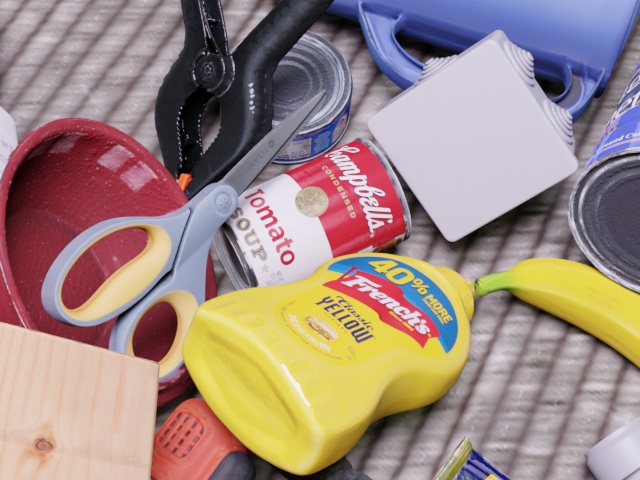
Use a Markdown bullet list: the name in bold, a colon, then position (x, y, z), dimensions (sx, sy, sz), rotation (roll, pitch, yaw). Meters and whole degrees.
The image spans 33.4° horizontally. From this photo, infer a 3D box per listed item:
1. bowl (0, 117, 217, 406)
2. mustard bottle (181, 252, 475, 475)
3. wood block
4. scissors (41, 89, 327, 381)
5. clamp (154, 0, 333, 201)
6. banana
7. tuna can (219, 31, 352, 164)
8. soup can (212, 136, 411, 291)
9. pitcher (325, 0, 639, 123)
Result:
- **bowl**: position (-0.128, 0.018, 0.581), dimensions (0.055, 0.161, 0.162), rotation (-20, 59, 30)
- **mustard bottle**: position (0.025, 0.051, 0.568), dimensions (0.096, 0.058, 0.191), rotation (40, 35, 25)
- **wood block**: position (-0.131, 0.150, 0.445), dimensions (0.090, 0.090, 0.206), rotation (18, 52, -24)
- **scissors**: position (-0.054, 0.001, 0.564), dimensions (0.201, 0.096, 0.016), rotation (-32, 24, -34)
- **clamp**: position (-0.048, -0.102, 0.630), dimensions (0.120, 0.039, 0.171), rotation (15, 102, 35)
- **banana**: position (0.183, 0.064, 0.611), dimensions (0.198, 0.037, 0.069), rotation (34, 60, 12)
- **tuna can**: position (-0.022, -0.094, 0.683), dimensions (0.086, 0.034, 0.086), rotation (1, 63, -2)
- **soup can**: position (-0.008, -0.009, 0.624), dimensions (0.102, 0.068, 0.068), rotation (-26, 68, -14)
- **pitcher**: position (0.082, -0.174, 0.680), dimensions (0.243, 0.145, 0.149), rotation (16, 29, 8)
